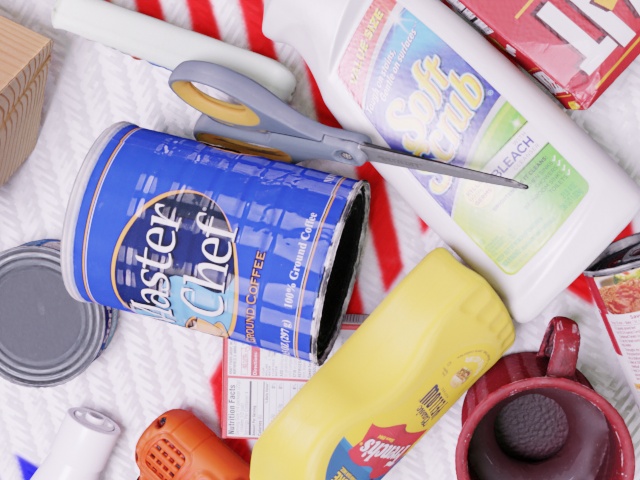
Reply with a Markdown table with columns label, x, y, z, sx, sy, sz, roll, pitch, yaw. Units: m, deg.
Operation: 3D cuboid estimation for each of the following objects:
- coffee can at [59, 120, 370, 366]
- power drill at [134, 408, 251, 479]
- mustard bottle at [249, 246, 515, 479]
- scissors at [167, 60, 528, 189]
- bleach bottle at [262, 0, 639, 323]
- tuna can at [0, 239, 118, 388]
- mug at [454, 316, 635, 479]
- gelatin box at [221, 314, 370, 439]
| label | x | y | z | sx | sy | sz | roll | pitch | yaw |
| --- | --- | --- | --- | --- | --- | --- | --- | --- | --- |
| coffee can | -0.054 | 0.001 | 0.578 | 0.140 | 0.102 | 0.103 | 14 | 100 | 10 |
| power drill | -0.073 | 0.221 | 0.629 | 0.184 | 0.057 | 0.188 | 40 | 99 | 16 |
| mustard bottle | 0.020 | 0.096 | 0.569 | 0.191 | 0.096 | 0.058 | -45 | 60 | -7 |
| scissors | 0.000 | -0.059 | 0.547 | 0.202 | 0.096 | 0.016 | 8 | 65 | 40 |
| bleach bottle | 0.051 | -0.075 | 0.585 | 0.251 | 0.068 | 0.103 | 42 | 104 | 1 |
| tuna can | -0.165 | 0.043 | 0.638 | 0.086 | 0.033 | 0.086 | 1 | 99 | 6 |
| mug | 0.122 | 0.098 | 0.593 | 0.093 | 0.081 | 0.117 | 9 | 100 | 4 |
| gelatin box | -0.014 | 0.080 | 0.630 | 0.089 | 0.030 | 0.073 | 2 | 100 | 4 |
